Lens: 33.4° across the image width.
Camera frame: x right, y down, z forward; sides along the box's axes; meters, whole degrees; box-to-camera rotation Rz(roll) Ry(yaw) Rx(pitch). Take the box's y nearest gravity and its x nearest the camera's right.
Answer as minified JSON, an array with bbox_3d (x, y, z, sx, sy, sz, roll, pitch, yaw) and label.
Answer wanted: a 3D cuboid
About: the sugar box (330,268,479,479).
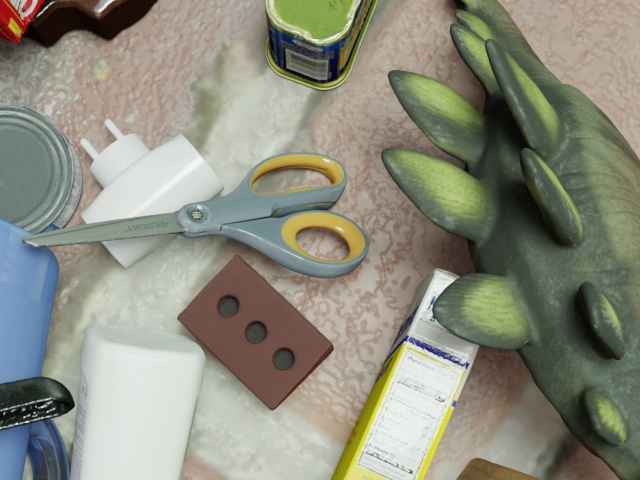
[{"bbox_3d":[0.042,0.106,0.600,0.048,0.093,0.176,22,81,2],"label":"sugar box"}]

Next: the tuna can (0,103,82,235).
[{"bbox_3d":[-0.189,-0.038,0.649,0.086,0.034,0.086,0,82,0],"label":"tuna can"}]

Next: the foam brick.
[{"bbox_3d":[-0.037,0.055,0.627,0.078,0.051,0.053,42,84,5],"label":"foam brick"}]

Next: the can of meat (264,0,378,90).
[{"bbox_3d":[0.005,-0.152,0.641,0.057,0.084,0.102,21,82,2],"label":"can of meat"}]

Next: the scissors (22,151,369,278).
[{"bbox_3d":[-0.054,0.001,0.599,0.201,0.016,0.096,-24,65,-36],"label":"scissors"}]

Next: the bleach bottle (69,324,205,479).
[{"bbox_3d":[-0.117,0.178,0.596,0.068,0.103,0.251,9,90,-12],"label":"bleach bottle"}]
